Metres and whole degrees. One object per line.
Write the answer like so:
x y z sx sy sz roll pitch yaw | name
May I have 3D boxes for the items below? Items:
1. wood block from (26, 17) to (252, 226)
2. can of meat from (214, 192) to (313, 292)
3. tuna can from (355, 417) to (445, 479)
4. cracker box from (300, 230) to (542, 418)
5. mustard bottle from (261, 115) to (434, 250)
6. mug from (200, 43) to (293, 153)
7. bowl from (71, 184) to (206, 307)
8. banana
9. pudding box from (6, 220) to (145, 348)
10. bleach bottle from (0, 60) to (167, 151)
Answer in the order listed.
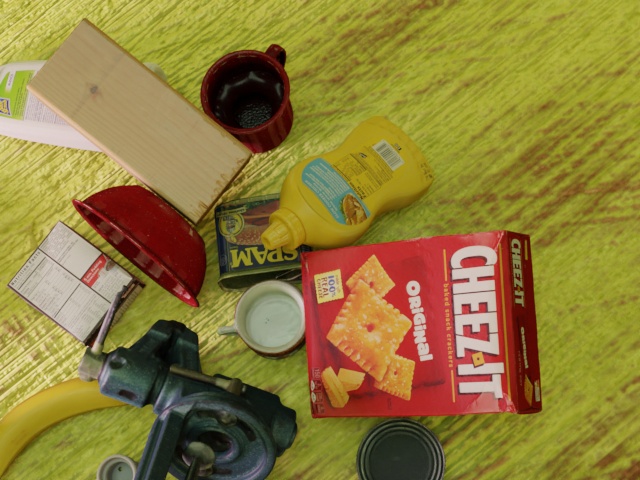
-0.176 -0.114 1.059 0.206 0.090 0.091 39 85 -3 | wood block
-0.057 0.001 1.095 0.102 0.057 0.084 -8 71 3 | can of meat
0.078 0.216 1.033 0.086 0.033 0.086 -2 75 6 | tuna can
0.089 0.082 0.997 0.214 0.072 0.164 -7 82 30 | cracker box
0.018 -0.045 1.061 0.191 0.058 0.096 -34 78 -29 | mustard bottle
-0.068 -0.152 1.124 0.093 0.081 0.117 22 79 11 | mug
-0.166 -0.005 1.055 0.162 0.162 0.055 37 77 14 | bowl
-0.269 0.182 1.081 0.198 0.037 0.069 -35 92 -3 | banana
-0.255 0.046 1.113 0.113 0.039 0.090 35 82 16 | pudding box
-0.299 -0.157 1.161 0.251 0.068 0.102 10 78 11 | bleach bottle
